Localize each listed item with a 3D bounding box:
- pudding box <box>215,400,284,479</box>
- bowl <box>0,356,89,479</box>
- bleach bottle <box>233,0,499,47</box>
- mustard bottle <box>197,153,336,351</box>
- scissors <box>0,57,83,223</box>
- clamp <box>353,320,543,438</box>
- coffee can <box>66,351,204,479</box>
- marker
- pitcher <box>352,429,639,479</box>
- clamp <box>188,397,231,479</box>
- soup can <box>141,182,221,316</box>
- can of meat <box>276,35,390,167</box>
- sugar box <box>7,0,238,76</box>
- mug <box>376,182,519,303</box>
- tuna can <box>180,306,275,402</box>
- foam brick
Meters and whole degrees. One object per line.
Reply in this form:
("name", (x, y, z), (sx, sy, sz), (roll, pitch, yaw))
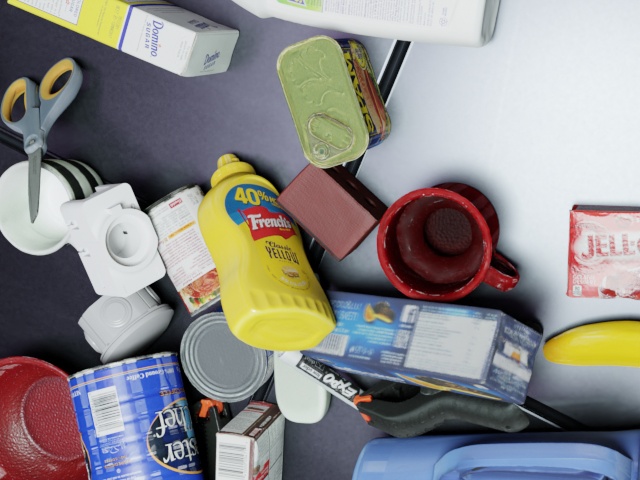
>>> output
("pudding box", (-0.064, 0.214, 0.973), (0.039, 0.090, 0.113), (8, 103, 15))
("bowl", (-0.272, 0.185, 1.057), (0.162, 0.055, 0.162), (4, 102, 18))
("bleach bottle", (0.020, -0.223, 0.870), (0.251, 0.068, 0.102), (13, 105, 18))
("mustard bottle", (-0.056, 0.001, 0.908), (0.058, 0.096, 0.192), (-47, 48, 32))
("scissors", (-0.238, -0.099, 0.944), (0.096, 0.016, 0.202), (-38, 43, 3))
("clamp", (0.105, 0.130, 0.884), (0.172, 0.120, 0.039), (-25, 109, 22))
("coffee can", (-0.164, 0.181, 0.965), (0.103, 0.102, 0.140), (-18, 80, 21))
("marker", (0.015, 0.128, 0.944), (0.121, 0.020, 0.020), (35, 111, -15))
("pitcher", (0.149, 0.214, 0.876), (0.243, 0.144, 0.149), (-3, 100, 22))
("clamp", (-0.122, 0.250, 1.025), (0.165, 0.036, 0.210), (29, 106, 20))
("soup can", (-0.113, 0.008, 0.959), (0.069, 0.068, 0.102), (-32, 89, 22))
("can of meat", (0.014, -0.117, 0.881), (0.057, 0.083, 0.102), (-17, 95, 21))
("sugar box", (-0.169, -0.192, 0.924), (0.176, 0.093, 0.048), (27, 109, 12))
("mug", (0.111, 0.003, 0.874), (0.117, 0.081, 0.093), (30, 109, 11))
("tuna can", (-0.084, 0.104, 0.987), (0.086, 0.033, 0.086), (4, 102, 18))
("foam brick", (0.012, -0.030, 0.917), (0.078, 0.053, 0.051), (43, 111, 5))
